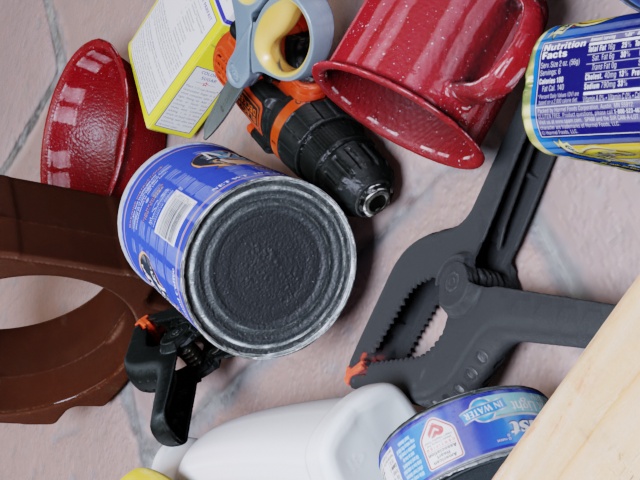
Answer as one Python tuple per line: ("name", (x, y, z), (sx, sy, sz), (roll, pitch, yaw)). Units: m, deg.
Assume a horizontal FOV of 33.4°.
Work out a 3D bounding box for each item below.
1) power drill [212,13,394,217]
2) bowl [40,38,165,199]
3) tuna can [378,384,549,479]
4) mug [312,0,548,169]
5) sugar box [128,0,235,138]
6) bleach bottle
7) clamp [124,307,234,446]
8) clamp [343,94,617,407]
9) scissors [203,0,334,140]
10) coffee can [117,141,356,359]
("power drill", (-0.012, -0.125, 0.605), (0.185, 0.057, 0.188), (49, 148, 40))
("bowl", (-0.171, -0.079, 0.867), (0.162, 0.055, 0.162), (-15, 71, 51))
("tuna can", (0.070, 0.101, 0.482), (0.086, 0.086, 0.034), (-49, 46, 36))
("mug", (0.061, -0.091, 0.499), (0.081, 0.093, 0.117), (-60, 25, -6))
("sugar box", (-0.075, -0.165, 0.766), (0.176, 0.048, 0.093), (-44, 50, 35))
("bleach bottle", (-0.035, 0.138, 0.613), (0.251, 0.068, 0.102), (-14, 109, 53))
("clamp", (-0.090, 0.080, 0.698), (0.172, 0.120, 0.039), (-5, 118, 56))
("clamp", (0.080, 0.013, 0.527), (0.210, 0.036, 0.164), (-39, 45, 45))
("scissors", (-0.047, -0.116, 0.599), (0.202, 0.016, 0.096), (-8, 102, 64))
("coffee can", (-0.054, 0.001, 0.635), (0.140, 0.102, 0.103), (28, 105, 63))
